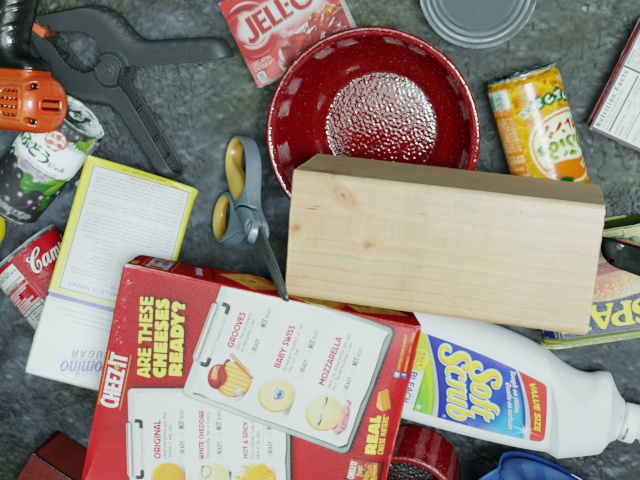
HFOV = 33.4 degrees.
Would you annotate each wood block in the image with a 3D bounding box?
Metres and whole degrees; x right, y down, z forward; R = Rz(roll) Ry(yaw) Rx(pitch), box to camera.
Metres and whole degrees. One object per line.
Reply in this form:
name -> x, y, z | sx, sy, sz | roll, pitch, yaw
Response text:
wood block -> 0.087, -0.001, 0.747 | 0.206, 0.090, 0.090 | 7, 104, 10

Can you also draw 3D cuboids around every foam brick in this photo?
foam brick -> -0.241, 0.221, 0.949 | 0.051, 0.053, 0.078 | 33, 108, 3

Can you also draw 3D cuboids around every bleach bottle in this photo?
bleach bottle -> 0.133, 0.105, 0.837 | 0.251, 0.068, 0.103 | 14, 106, 6

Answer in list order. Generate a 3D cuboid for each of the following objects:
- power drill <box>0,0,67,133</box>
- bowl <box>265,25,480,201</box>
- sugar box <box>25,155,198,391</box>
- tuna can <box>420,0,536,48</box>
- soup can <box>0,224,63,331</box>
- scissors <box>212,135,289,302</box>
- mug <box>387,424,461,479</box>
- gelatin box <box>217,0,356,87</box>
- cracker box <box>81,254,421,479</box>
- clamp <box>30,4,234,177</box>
power drill -> -0.269, -0.181, 0.843 | 0.185, 0.057, 0.188 | 10, 102, 34
bowl -> 0.042, -0.083, 0.814 | 0.162, 0.055, 0.162 | 3, 104, 12
sugar box -> -0.165, 0.030, 0.850 | 0.093, 0.048, 0.176 | 17, 85, -10
tuna can -> 0.117, -0.185, 0.785 | 0.086, 0.033, 0.086 | 3, 104, 12
soup can -> -0.217, 0.047, 0.895 | 0.069, 0.068, 0.102 | -39, 93, 18
scissors -> -0.055, 0.001, 0.803 | 0.016, 0.202, 0.096 | 9, 132, -21
mug -> 0.062, 0.192, 0.861 | 0.093, 0.081, 0.117 | -42, 92, 18
gelatin box -> -0.024, -0.169, 0.821 | 0.089, 0.030, 0.073 | -23, 97, 16
cracker box -> -0.049, 0.112, 0.777 | 0.213, 0.072, 0.164 | 12, 96, -1
clamp -> -0.161, -0.127, 0.857 | 0.171, 0.039, 0.120 | 22, 102, 13
